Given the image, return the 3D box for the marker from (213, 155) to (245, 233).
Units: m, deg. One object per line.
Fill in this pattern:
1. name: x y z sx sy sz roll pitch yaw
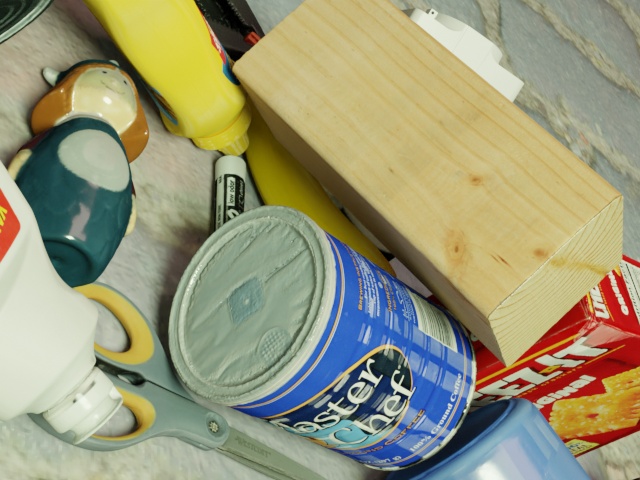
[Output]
1. marker: -0.054 0.001 0.627 0.020 0.020 0.121 30 42 -35

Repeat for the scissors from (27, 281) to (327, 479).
1. scissors: -0.066 0.079 0.553 0.201 0.016 0.096 21 49 -43

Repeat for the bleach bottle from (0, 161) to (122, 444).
1. bleach bottle: -0.171 -0.021 0.444 0.251 0.068 0.102 50 39 -10

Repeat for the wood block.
1. wood block: 0.057 -0.043 0.584 0.206 0.090 0.090 46 -5 27

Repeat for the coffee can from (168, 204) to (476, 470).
1. coffee can: 0.004 0.056 0.567 0.140 0.103 0.103 33 41 -45

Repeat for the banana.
1. banana: -0.011 -0.047 0.675 0.037 0.070 0.198 15 53 -56

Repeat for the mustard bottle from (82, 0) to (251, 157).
1. mustard bottle: -0.088 -0.114 0.606 0.096 0.058 0.191 54 -2 43
